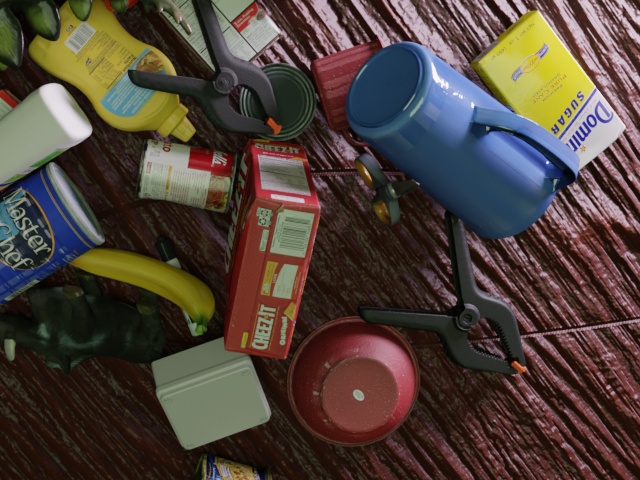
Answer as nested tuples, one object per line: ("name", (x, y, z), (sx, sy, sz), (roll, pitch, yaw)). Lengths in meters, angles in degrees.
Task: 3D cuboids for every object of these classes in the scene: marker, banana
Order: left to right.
("banana", (-0.186, 0.044, 1.176), (0.198, 0.069, 0.037), (24, 108, 24))
("marker", (-0.160, 0.051, 1.218), (0.020, 0.020, 0.121), (-22, 101, -3))

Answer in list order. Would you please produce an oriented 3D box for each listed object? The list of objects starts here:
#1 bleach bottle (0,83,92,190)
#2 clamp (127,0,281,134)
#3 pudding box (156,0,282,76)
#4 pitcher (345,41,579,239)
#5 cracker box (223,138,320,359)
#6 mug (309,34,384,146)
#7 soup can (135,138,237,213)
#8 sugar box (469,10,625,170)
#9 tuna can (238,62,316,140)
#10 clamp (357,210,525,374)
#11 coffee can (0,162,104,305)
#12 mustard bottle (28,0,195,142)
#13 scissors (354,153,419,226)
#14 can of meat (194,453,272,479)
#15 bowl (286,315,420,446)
("bleach bottle", (-0.363, -0.067, 1.113), (0.251, 0.102, 0.068), (-33, 98, 8))
("clamp", (-0.106, -0.180, 1.140), (0.171, 0.039, 0.120), (31, 93, -20))
("pudding box", (-0.110, -0.240, 1.169), (0.090, 0.039, 0.113), (-41, 100, 2))
("pitcher", (0.147, -0.106, 1.116), (0.149, 0.145, 0.242), (-43, 135, 17))
("cracker box", (-0.057, 0.001, 1.110), (0.072, 0.214, 0.164), (9, 110, -9))
("mug", (0.041, -0.159, 1.178), (0.081, 0.093, 0.117), (-18, 112, 1))
("soup can", (-0.148, -0.071, 1.176), (0.102, 0.068, 0.068), (10, 98, -8))
("sugar box", (0.261, -0.165, 1.224), (0.093, 0.048, 0.176), (-42, 100, 0))
("tuna can", (-0.049, -0.155, 1.192), (0.086, 0.034, 0.086), (-1, 99, -7))
("clamp", (0.170, 0.078, 1.255), (0.210, 0.036, 0.164), (36, 92, -13))
("coffee can", (-0.319, -0.004, 1.147), (0.140, 0.103, 0.103), (-32, 101, -1))
("mustard bottle", (-0.213, -0.176, 1.155), (0.191, 0.058, 0.096), (41, 82, -11))
("scissors", (0.069, -0.069, 1.148), (0.016, 0.202, 0.096), (-28, 78, -9))
("can of meat", (-0.103, 0.289, 1.222), (0.084, 0.102, 0.057), (18, 96, -8))
("bowl", (0.043, 0.172, 1.245), (0.162, 0.055, 0.162), (-1, 99, -6))
